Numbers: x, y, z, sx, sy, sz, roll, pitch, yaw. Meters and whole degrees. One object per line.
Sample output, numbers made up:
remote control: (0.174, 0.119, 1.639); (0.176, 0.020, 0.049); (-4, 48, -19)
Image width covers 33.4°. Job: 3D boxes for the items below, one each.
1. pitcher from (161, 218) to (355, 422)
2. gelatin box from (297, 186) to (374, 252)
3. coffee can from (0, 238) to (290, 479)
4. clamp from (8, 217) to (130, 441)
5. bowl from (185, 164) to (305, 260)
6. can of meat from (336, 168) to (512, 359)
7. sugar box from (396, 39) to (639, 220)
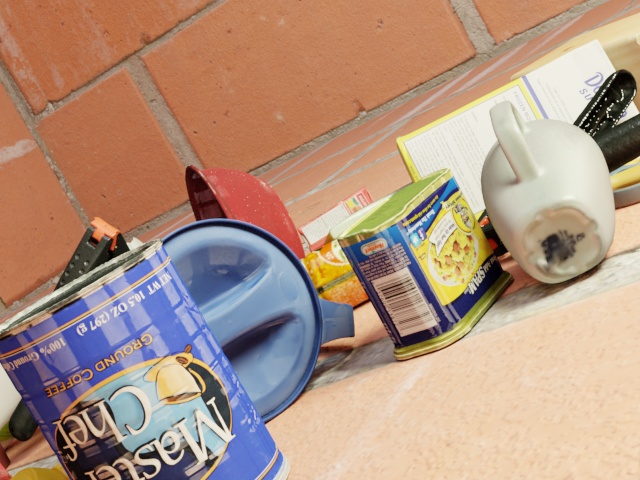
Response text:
pitcher: (-0.095, 0.069, 0.775); (0.145, 0.149, 0.243); (-51, 13, -22)
gelatin box: (0.020, -0.014, 1.000); (0.073, 0.030, 0.089); (-32, -9, 2)
coffee can: (-0.093, 0.084, 0.556); (0.103, 0.140, 0.103); (-28, 8, 4)
clamp: (-0.202, 0.072, 0.972); (0.164, 0.036, 0.210); (-23, -43, -55)
bowl: (-0.056, 0.001, 0.898); (0.055, 0.162, 0.162); (-25, 7, -15)
can of meat: (0.065, 0.012, 0.668); (0.058, 0.084, 0.101); (-22, 10, 39)
sugar box: (0.157, -0.074, 0.835); (0.176, 0.093, 0.048); (-25, -14, 4)
